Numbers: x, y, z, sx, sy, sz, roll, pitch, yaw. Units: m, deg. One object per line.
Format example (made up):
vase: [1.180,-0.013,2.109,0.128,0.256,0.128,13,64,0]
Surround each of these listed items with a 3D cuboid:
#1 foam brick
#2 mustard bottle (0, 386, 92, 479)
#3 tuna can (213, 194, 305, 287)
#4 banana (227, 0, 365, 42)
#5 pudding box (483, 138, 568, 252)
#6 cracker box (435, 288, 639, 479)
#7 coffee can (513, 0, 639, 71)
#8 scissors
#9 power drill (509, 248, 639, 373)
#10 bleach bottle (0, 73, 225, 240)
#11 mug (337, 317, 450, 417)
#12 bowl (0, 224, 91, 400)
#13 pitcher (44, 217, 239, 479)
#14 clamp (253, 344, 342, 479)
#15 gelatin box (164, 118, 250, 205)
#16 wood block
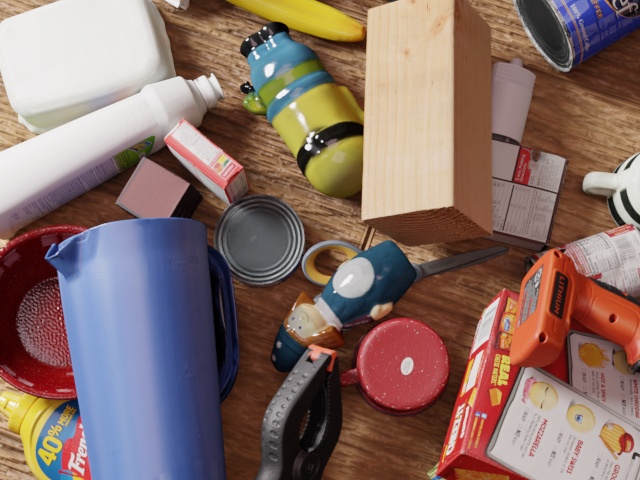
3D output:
foam brick: [-0.149,-0.037,0.998,0.051,0.078,0.053,30,86,6]
mustard bottle: [-0.210,0.188,0.975,0.191,0.058,0.096,26,82,7]
tuna can: [-0.057,0.001,1.009,0.086,0.034,0.086,0,81,3]
banana: [-0.051,-0.233,1.018,0.197,0.070,0.037,22,92,-26]
pudding box: [0.168,-0.046,1.005,0.113,0.039,0.090,14,82,7]
cracker box: [0.223,0.160,0.913,0.213,0.072,0.164,23,57,-3]
coffee can: [0.265,-0.237,0.997,0.140,0.103,0.103,-31,81,-2]
scissors: [0.070,0.017,0.999,0.201,0.016,0.096,-29,103,-2]
power drill: [0.252,0.099,0.881,0.187,0.057,0.184,23,51,-7]
bleach bottle: [-0.208,-0.088,1.007,0.250,0.102,0.068,-28,86,-8]
mug: [0.062,0.115,0.962,0.117,0.081,0.093,-10,81,1]
bowl: [-0.236,0.070,0.984,0.162,0.055,0.162,3,74,-12]
pitcher: [-0.139,0.108,0.907,0.149,0.145,0.243,-8,80,-5]
clamp: [-0.030,0.193,0.908,0.036,0.164,0.210,12,92,36]
gelatin box: [-0.103,-0.071,0.995,0.073,0.089,0.030,40,83,7]
wood block: [0.098,-0.108,0.963,0.090,0.090,0.206,-8,70,31]
